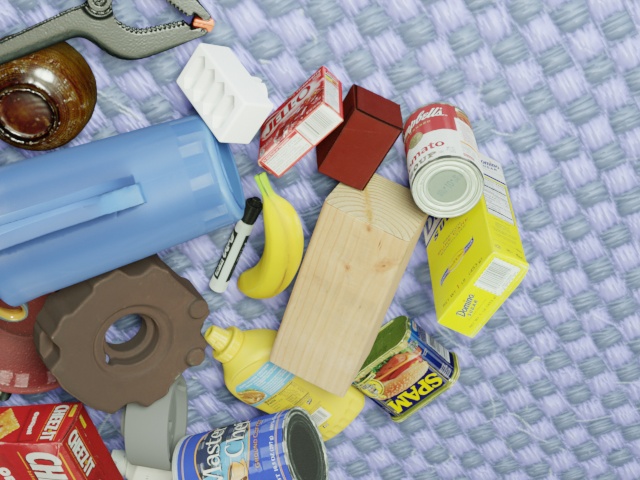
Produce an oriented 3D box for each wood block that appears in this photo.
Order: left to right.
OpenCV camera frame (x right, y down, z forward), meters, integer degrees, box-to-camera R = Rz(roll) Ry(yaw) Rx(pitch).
[{"bbox_3d":[0.028,0.043,1.073,0.090,0.090,0.206,26,125,9],"label":"wood block"}]

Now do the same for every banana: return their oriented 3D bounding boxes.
[{"bbox_3d":[-0.048,0.014,1.049,0.037,0.070,0.198,-17,151,-23],"label":"banana"}]

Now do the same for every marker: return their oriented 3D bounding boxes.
[{"bbox_3d":[-0.087,0.004,1.101,0.020,0.020,0.121,18,123,-14],"label":"marker"}]

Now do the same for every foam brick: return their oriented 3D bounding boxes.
[{"bbox_3d":[0.036,-0.097,1.010,0.051,0.053,0.078,23,123,-17],"label":"foam brick"}]

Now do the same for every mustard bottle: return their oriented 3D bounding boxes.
[{"bbox_3d":[-0.049,0.150,1.182,0.191,0.058,0.096,36,122,-23],"label":"mustard bottle"}]

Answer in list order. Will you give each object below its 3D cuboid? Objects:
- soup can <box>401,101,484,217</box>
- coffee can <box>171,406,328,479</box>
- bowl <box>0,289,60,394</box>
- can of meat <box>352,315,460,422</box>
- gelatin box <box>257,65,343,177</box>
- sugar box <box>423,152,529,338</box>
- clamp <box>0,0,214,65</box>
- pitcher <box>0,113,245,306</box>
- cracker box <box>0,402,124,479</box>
[{"bbox_3d":[0.113,-0.076,0.995,0.068,0.102,0.068,0,126,-1],"label":"soup can"},{"bbox_3d":[-0.076,0.247,1.161,0.140,0.102,0.102,-18,124,21],"label":"coffee can"},{"bbox_3d":[-0.322,0.087,1.135,0.162,0.055,0.162,0,126,-1],"label":"bowl"},{"bbox_3d":[0.088,0.140,1.178,0.102,0.057,0.084,-39,115,23],"label":"can of meat"},{"bbox_3d":[-0.019,-0.110,0.987,0.030,0.073,0.089,39,117,-24],"label":"gelatin box"},{"bbox_3d":[0.141,-0.002,1.003,0.048,0.176,0.093,23,121,-19],"label":"sugar box"},{"bbox_3d":[-0.195,-0.220,0.920,0.209,0.036,0.165,4,109,-12],"label":"clamp"},{"bbox_3d":[-0.200,-0.033,0.993,0.243,0.149,0.145,-18,139,4],"label":"pitcher"},{"bbox_3d":[-0.348,0.270,1.232,0.214,0.072,0.164,-5,126,19],"label":"cracker box"}]
